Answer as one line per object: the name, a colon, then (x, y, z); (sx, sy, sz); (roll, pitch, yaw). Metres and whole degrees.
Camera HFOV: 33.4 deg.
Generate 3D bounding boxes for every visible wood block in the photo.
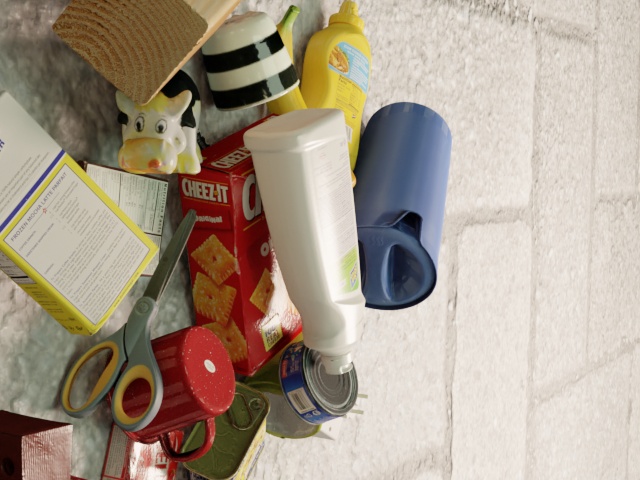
wood block: (-0.118, -0.200, 0.857); (0.090, 0.091, 0.206); (41, 28, -10)

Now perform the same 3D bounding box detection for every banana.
banana: (-0.023, -0.138, 1.105); (0.037, 0.070, 0.198); (-22, 94, -43)

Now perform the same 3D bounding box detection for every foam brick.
foam brick: (-0.233, 0.162, 0.803); (0.051, 0.078, 0.053); (-3, 96, -60)

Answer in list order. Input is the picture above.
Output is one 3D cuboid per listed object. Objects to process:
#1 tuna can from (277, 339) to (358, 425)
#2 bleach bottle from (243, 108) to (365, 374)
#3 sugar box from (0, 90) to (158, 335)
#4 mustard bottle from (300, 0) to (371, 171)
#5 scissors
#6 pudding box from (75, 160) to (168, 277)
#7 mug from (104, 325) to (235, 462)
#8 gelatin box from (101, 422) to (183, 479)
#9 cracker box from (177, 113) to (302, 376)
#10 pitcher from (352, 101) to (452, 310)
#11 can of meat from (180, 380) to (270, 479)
tuna can: (-0.001, 0.137, 1.061); (0.086, 0.034, 0.086); (29, 48, -39)
bleach bottle: (-0.005, 0.009, 0.992); (0.102, 0.068, 0.251); (-33, 120, -51)
sugar box: (-0.212, -0.017, 0.806); (0.176, 0.048, 0.093); (49, 57, -27)
mustard bottle: (0.017, -0.178, 1.194); (0.096, 0.058, 0.191); (25, 72, -49)
scissors: (-0.138, 0.074, 0.898); (0.201, 0.096, 0.016); (-51, 156, -8)
pudding box: (-0.180, -0.017, 0.909); (0.113, 0.039, 0.090); (12, 83, -60)
mug: (-0.126, 0.135, 0.934); (0.093, 0.082, 0.117); (11, 61, -62)
gelatin box: (-0.163, 0.211, 0.968); (0.073, 0.030, 0.089); (26, 71, -57)
cracker box: (-0.057, 0.001, 1.058); (0.163, 0.072, 0.214); (-37, 131, -50)
pitcher: (0.079, -0.042, 1.236); (0.242, 0.149, 0.145); (-73, 147, -43)
can of meat: (-0.091, 0.201, 1.035); (0.084, 0.057, 0.102); (94, 20, -54)
